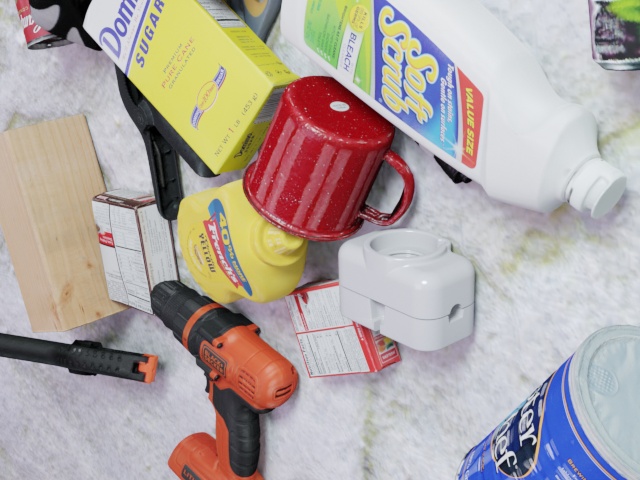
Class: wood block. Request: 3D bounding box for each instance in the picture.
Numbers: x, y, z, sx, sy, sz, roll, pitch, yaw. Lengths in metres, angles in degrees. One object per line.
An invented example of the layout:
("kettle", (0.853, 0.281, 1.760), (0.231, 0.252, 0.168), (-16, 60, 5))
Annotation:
("wood block", (-0.271, -0.017, 1.104), (0.091, 0.090, 0.206), (-8, 99, 53))

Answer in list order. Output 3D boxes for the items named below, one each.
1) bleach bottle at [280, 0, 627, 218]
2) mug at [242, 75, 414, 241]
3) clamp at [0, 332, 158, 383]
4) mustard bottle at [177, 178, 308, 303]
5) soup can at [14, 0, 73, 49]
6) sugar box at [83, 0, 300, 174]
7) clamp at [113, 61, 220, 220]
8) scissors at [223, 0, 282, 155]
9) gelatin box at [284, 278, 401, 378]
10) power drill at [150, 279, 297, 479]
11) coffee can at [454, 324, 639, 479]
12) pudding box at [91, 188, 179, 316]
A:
("bleach bottle", (0.080, -0.103, 0.642), (0.251, 0.067, 0.103), (42, 135, 30))
("mug", (0.011, -0.054, 0.737), (0.117, 0.093, 0.082), (31, 128, 9))
("clamp", (-0.257, 0.121, 1.116), (0.210, 0.164, 0.036), (3, 83, 43))
("mustard bottle", (-0.056, 0.001, 0.827), (0.192, 0.058, 0.096), (-6, 102, 67))
("soup can", (-0.256, -0.238, 1.006), (0.069, 0.068, 0.102), (-8, 99, 53))
("sugar box", (-0.103, -0.145, 0.820), (0.176, 0.048, 0.093), (45, 121, 15))
("clamp", (-0.145, -0.102, 0.949), (0.120, 0.039, 0.171), (-47, 64, 49))
("scissors", (-0.044, -0.140, 0.821), (0.096, 0.016, 0.202), (-12, 96, 53))
("gelatin box", (0.015, 0.066, 0.824), (0.089, 0.030, 0.073), (-15, 95, 54))
("power drill", (-0.100, 0.145, 0.982), (0.185, 0.057, 0.188), (34, 130, 39))
("coffee can", (0.154, 0.128, 0.613), (0.103, 0.102, 0.140), (55, 141, 21))
("pudding box", (-0.179, 0.011, 1.041), (0.090, 0.039, 0.113), (12, 116, 49))
